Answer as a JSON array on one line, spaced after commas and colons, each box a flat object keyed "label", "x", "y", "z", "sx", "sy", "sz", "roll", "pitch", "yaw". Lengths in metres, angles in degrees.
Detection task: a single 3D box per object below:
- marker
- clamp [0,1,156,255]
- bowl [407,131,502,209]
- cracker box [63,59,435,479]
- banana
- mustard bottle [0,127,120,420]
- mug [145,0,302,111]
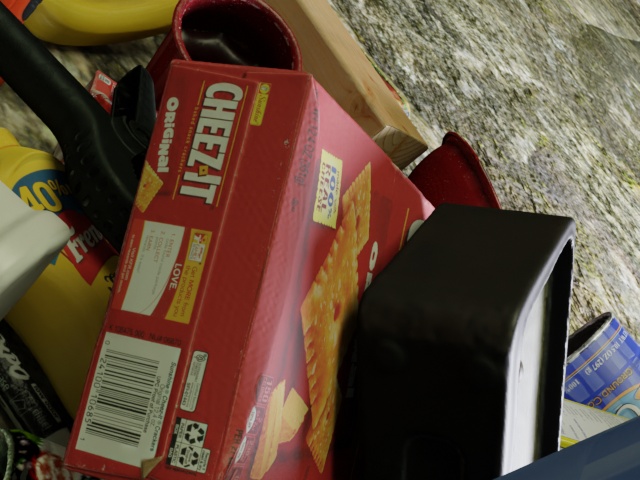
[{"label": "marker", "x": -0.149, "y": 0.054, "z": 0.488, "sx": 0.121, "sy": 0.020, "sz": 0.020, "roll": 52, "pitch": 29, "yaw": 10}, {"label": "clamp", "x": -0.102, "y": -0.046, "z": 0.563, "sx": 0.210, "sy": 0.036, "sz": 0.164, "roll": 54, "pitch": 16, "yaw": 19}, {"label": "bowl", "x": 0.097, "y": 0.003, "z": 0.801, "sx": 0.162, "sy": 0.055, "sz": 0.162, "roll": 162, "pitch": -90, "yaw": -86}, {"label": "cracker box", "x": -0.012, "y": 0.035, "z": 0.487, "sx": 0.213, "sy": 0.072, "sz": 0.164, "roll": 34, "pitch": 67, "yaw": -65}, {"label": "banana", "x": -0.134, "y": -0.159, "z": 0.720, "sx": 0.197, "sy": 0.070, "sz": 0.037, "roll": -14, "pitch": 77, "yaw": -49}, {"label": "mustard bottle", "x": -0.128, "y": 0.013, "z": 0.528, "sx": 0.192, "sy": 0.058, "sz": 0.096, "roll": 51, "pitch": 22, "yaw": 8}, {"label": "mug", "x": -0.066, "y": -0.117, "z": 0.722, "sx": 0.093, "sy": 0.082, "sz": 0.117, "roll": 41, "pitch": 50, "yaw": -6}]
